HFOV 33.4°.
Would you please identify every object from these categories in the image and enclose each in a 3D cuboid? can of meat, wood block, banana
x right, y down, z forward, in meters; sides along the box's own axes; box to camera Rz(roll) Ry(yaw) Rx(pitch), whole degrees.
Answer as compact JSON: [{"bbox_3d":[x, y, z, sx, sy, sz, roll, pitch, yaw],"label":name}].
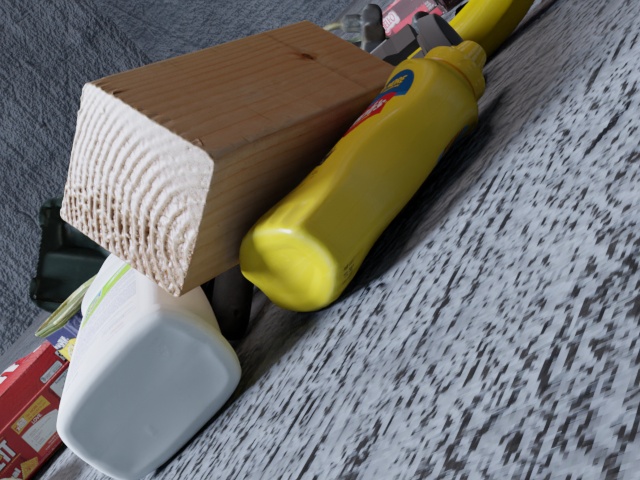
[{"bbox_3d":[-0.163,0.076,0.821,0.057,0.084,0.102,-50,11,-26],"label":"can of meat"},{"bbox_3d":[-0.043,-0.058,0.633,0.205,0.091,0.090,-30,-34,-51],"label":"wood block"},{"bbox_3d":[0.095,-0.148,0.755,0.198,0.069,0.037,-35,47,21],"label":"banana"}]

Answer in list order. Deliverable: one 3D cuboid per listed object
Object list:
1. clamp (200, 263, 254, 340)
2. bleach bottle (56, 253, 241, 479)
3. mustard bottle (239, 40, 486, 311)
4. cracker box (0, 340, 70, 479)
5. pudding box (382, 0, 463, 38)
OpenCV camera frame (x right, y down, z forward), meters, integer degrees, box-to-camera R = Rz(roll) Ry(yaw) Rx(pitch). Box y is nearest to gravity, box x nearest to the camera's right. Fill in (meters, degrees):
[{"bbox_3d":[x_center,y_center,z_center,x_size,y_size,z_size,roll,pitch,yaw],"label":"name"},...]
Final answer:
[{"bbox_3d":[-0.055,0.001,0.724,0.120,0.039,0.171,-3,66,63],"label":"clamp"},{"bbox_3d":[-0.110,0.047,0.671,0.102,0.068,0.251,-46,19,7],"label":"bleach bottle"},{"bbox_3d":[0.037,-0.047,0.597,0.191,0.058,0.096,-49,4,-26],"label":"mustard bottle"},{"bbox_3d":[-0.278,0.167,0.946,0.164,0.072,0.214,-49,10,-27],"label":"cracker box"},{"bbox_3d":[0.110,-0.220,0.910,0.113,0.039,0.090,-40,8,-25],"label":"pudding box"}]
